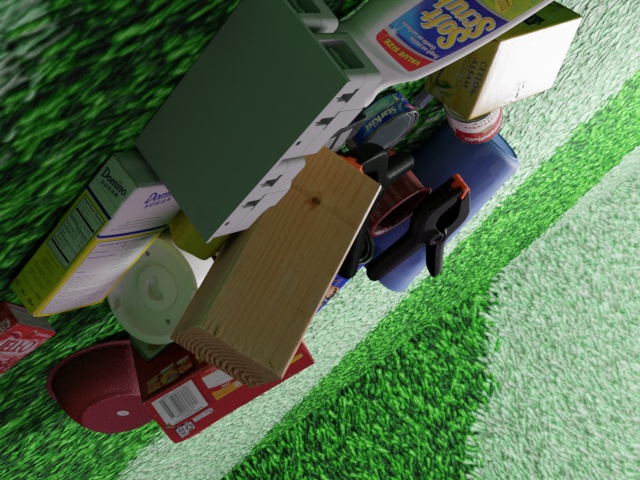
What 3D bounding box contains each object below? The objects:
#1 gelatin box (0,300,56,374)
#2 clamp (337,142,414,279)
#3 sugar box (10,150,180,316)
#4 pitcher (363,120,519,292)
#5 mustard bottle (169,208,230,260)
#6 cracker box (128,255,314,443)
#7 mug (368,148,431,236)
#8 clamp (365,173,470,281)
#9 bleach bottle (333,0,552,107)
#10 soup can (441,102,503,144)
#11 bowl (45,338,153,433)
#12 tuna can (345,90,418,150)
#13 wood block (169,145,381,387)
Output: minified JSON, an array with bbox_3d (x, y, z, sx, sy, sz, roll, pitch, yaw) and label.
[{"bbox_3d":[-0.302,0.095,1.010,0.073,0.030,0.089,-37,167,1],"label":"gelatin box"},{"bbox_3d":[0.043,-0.041,1.154,0.164,0.036,0.210,-65,164,-1],"label":"clamp"},{"bbox_3d":[-0.186,-0.007,0.930,0.176,0.048,0.093,-48,163,27],"label":"sugar box"},{"bbox_3d":[0.145,-0.059,1.427,0.243,0.149,0.144,-45,138,19],"label":"pitcher"},{"bbox_3d":[-0.063,-0.073,0.937,0.192,0.058,0.096,-48,-158,34],"label":"mustard bottle"},{"bbox_3d":[-0.113,0.098,1.123,0.164,0.072,0.214,-31,-153,-1],"label":"cracker box"},{"bbox_3d":[0.072,-0.059,1.311,0.093,0.081,0.117,-31,165,-23],"label":"mug"},{"bbox_3d":[0.142,-0.009,1.335,0.120,0.039,0.172,0,137,-48],"label":"clamp"},{"bbox_3d":[0.096,-0.189,0.933,0.251,0.068,0.102,-36,127,2],"label":"bleach bottle"},{"bbox_3d":[0.183,-0.161,1.283,0.068,0.068,0.102,-38,165,4],"label":"soup can"},{"bbox_3d":[-0.239,0.182,1.258,0.162,0.055,0.162,-12,145,-8],"label":"bowl"},{"bbox_3d":[0.065,-0.126,1.178,0.086,0.034,0.086,-34,166,-10],"label":"tuna can"},{"bbox_3d":[-0.039,0.020,0.968,0.206,0.090,0.090,-61,-166,-23],"label":"wood block"}]
